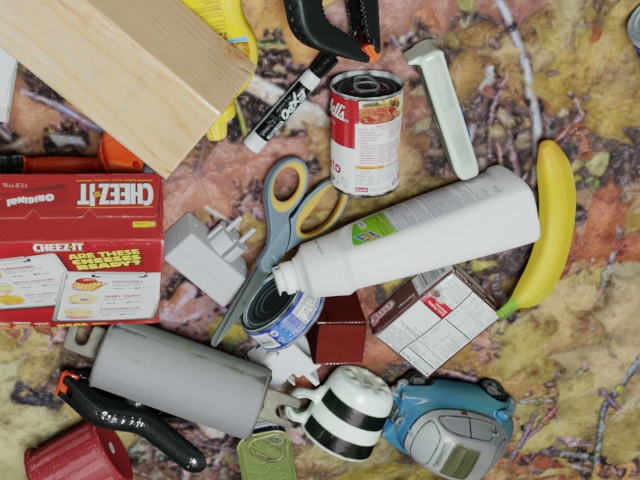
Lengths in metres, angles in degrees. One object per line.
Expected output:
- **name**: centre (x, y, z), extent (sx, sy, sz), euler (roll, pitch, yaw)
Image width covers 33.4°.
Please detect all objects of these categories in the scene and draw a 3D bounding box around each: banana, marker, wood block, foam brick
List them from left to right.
- **wood block**: centre (-0.167, -0.160, 0.855), extent (0.206, 0.090, 0.090), euler (39, 127, -10)
- **marker**: centre (-0.026, -0.130, 0.985), extent (0.020, 0.020, 0.121), euler (35, 108, -26)
- **foam brick**: centre (0.013, 0.083, 1.084), extent (0.053, 0.078, 0.051), euler (0, 120, -9)
- **banana**: centre (0.230, -0.009, 1.085), extent (0.069, 0.037, 0.198), euler (-14, 121, -44)

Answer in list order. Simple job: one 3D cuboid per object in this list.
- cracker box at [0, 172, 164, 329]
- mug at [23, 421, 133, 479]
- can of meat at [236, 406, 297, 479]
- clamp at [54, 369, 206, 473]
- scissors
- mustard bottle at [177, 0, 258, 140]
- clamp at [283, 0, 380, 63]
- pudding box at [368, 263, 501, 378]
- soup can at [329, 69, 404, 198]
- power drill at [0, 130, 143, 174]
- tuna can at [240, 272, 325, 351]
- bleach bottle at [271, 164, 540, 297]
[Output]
- **cracker box**: centre (-0.222, 0.013, 0.939), extent (0.164, 0.072, 0.214), euler (-2, 157, -10)
- **mug**: centre (-0.247, 0.243, 1.127), extent (0.081, 0.093, 0.117), euler (-30, 152, 1)
- **can of meat**: centre (-0.061, 0.219, 1.144), extent (0.057, 0.084, 0.102), euler (-10, 121, -5)
- **clamp**: centre (-0.183, 0.170, 1.098), extent (0.171, 0.120, 0.039), euler (27, 105, -1)
- **scissors**: centre (-0.057, 0.001, 1.019), extent (0.201, 0.016, 0.096), euler (-43, 117, -10)
- **mustard bottle**: centre (-0.104, -0.175, 0.921), extent (0.096, 0.058, 0.191), euler (-10, 121, -4)
- **clamp**: centre (0.000, -0.238, 0.902), extent (0.164, 0.036, 0.209), euler (-53, 131, -10)
- **pudding box**: centre (0.121, 0.081, 1.127), extent (0.114, 0.039, 0.090), euler (-41, 120, 15)
- **soup can**: centre (0.043, -0.099, 0.989), extent (0.068, 0.068, 0.102), euler (-5, 121, -8)
- **power drill**: centre (-0.247, -0.068, 0.911), extent (0.187, 0.057, 0.184), euler (-5, 164, -11)
- **tuna can**: centre (-0.038, 0.066, 1.059), extent (0.086, 0.086, 0.033), euler (-40, 118, 12)
- **bleach bottle**: centre (0.075, -0.001, 1.021), extent (0.250, 0.102, 0.068), euler (-17, 110, -6)
